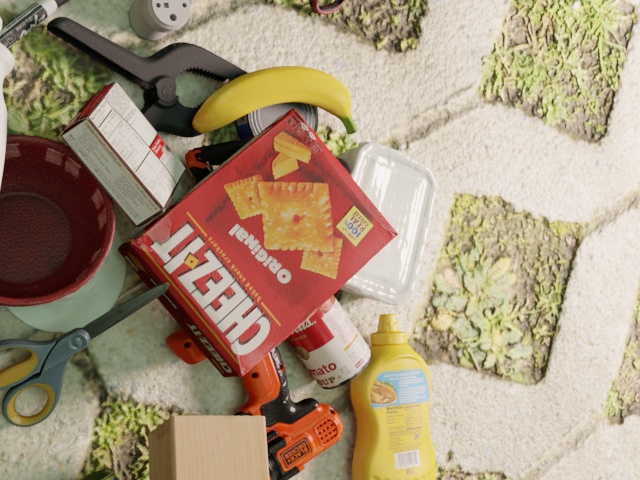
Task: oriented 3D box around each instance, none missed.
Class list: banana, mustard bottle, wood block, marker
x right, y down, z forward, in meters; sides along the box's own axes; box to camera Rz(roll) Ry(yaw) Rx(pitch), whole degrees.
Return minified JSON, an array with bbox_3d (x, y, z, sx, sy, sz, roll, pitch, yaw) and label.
[{"bbox_3d":[-0.040,-0.144,1.090,0.197,0.037,0.069,-3,88,-32],"label":"banana"},{"bbox_3d":[0.078,0.176,1.170,0.096,0.058,0.191,-1,87,-31],"label":"mustard bottle"},{"bbox_3d":[-0.098,0.267,0.952,0.090,0.090,0.206,4,68,-24],"label":"wood block"},{"bbox_3d":[-0.276,-0.206,1.002,0.121,0.020,0.020,-47,110,-25],"label":"marker"}]

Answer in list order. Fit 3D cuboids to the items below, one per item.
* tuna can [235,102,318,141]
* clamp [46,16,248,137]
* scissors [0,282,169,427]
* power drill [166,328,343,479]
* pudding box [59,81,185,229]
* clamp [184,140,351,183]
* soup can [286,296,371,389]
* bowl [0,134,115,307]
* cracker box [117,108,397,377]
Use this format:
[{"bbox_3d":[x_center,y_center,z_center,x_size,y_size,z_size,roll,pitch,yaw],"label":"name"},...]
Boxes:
[{"bbox_3d":[-0.046,-0.129,1.129,0.086,0.034,0.086,2,85,-31],"label":"tuna can"},{"bbox_3d":[-0.163,-0.135,1.056,0.209,0.036,0.164,-5,95,-32],"label":"clamp"},{"bbox_3d":[-0.220,0.108,0.967,0.201,0.016,0.096,-17,113,-2],"label":"scissors"},{"bbox_3d":[-0.083,0.166,1.076,0.184,0.057,0.187,-29,104,-27],"label":"power drill"},{"bbox_3d":[-0.179,-0.079,0.978,0.113,0.039,0.090,51,24,-19],"label":"pudding box"},{"bbox_3d":[-0.054,-0.062,1.099,0.171,0.039,0.120,31,94,-27],"label":"clamp"},{"bbox_3d":[0.000,0.097,1.123,0.068,0.069,0.102,-42,108,-27],"label":"soup can"},{"bbox_3d":[-0.267,-0.011,0.956,0.162,0.055,0.162,5,70,-14],"label":"bowl"},{"bbox_3d":[-0.057,0.001,1.023,0.213,0.072,0.164,-42,98,-20],"label":"cracker box"}]
